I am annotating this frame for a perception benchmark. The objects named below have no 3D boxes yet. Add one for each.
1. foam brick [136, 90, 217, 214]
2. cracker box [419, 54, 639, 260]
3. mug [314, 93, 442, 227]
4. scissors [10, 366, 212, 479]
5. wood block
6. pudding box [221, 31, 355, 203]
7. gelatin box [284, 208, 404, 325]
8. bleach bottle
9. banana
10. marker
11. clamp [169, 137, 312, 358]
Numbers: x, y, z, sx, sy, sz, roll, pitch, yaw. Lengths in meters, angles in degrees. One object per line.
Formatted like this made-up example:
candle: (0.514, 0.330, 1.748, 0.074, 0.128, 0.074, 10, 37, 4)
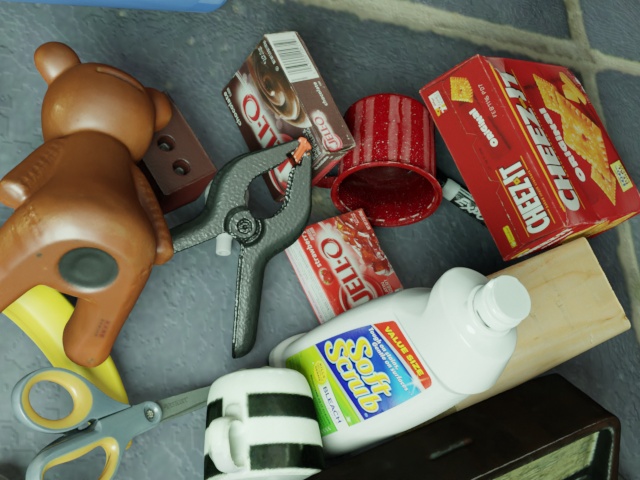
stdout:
foam brick: (-0.127, -0.064, 0.822, 0.052, 0.051, 0.078, -29, 83, -36)
cracker box: (0.197, -0.078, 0.953, 0.213, 0.072, 0.164, -9, 70, -57)
mug: (0.045, -0.070, 0.907, 0.117, 0.093, 0.081, -2, 57, 10)
scissors: (-0.132, 0.105, 0.716, 0.096, 0.016, 0.201, 60, 34, -5)
wood block: (0.143, 0.078, 0.879, 0.205, 0.091, 0.090, -18, 78, -35)
pudding box: (-0.028, -0.100, 0.871, 0.039, 0.090, 0.113, -15, 74, -36)
gelatin box: (0.020, 0.025, 0.874, 0.073, 0.030, 0.089, -19, 77, -34)
bleach bottle: (0.053, 0.075, 0.730, 0.067, 0.251, 0.102, -11, 73, -33)
banana: (-0.194, 0.061, 0.730, 0.197, 0.037, 0.069, 43, 46, -11)
marker: (0.137, -0.033, 0.974, 0.121, 0.020, 0.020, 34, 55, -11)
clamp: (-0.055, 0.001, 0.807, 0.171, 0.039, 0.120, -45, 103, -5)
